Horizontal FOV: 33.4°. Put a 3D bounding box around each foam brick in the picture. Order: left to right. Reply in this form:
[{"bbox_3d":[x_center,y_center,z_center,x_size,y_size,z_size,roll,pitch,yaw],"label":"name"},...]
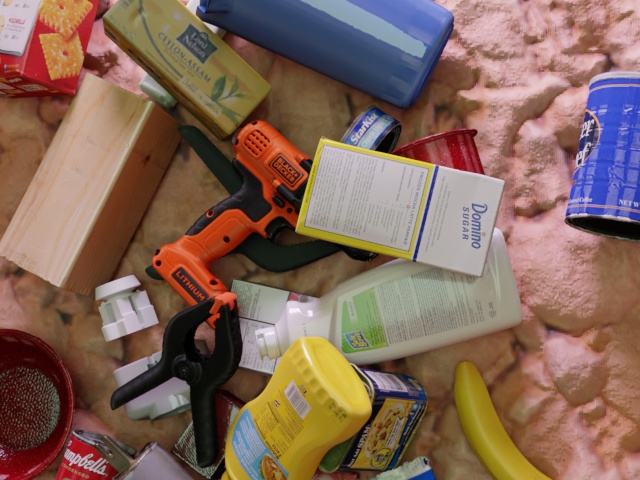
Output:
[{"bbox_3d":[-0.102,0.194,1.065,0.051,0.053,0.078,34,89,14],"label":"foam brick"}]

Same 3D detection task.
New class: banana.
[{"bbox_3d":[0.187,0.204,1.021,0.198,0.037,0.069,43,73,13],"label":"banana"}]

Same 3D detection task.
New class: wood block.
[{"bbox_3d":[-0.235,-0.053,1.107,0.090,0.090,0.206,25,86,19],"label":"wood block"}]

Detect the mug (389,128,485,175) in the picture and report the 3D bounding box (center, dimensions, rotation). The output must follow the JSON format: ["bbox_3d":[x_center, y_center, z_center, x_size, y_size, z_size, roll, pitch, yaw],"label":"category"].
[{"bbox_3d":[0.110,-0.053,1.052,0.117,0.093,0.081,-19,82,23],"label":"mug"}]

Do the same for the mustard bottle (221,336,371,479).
[{"bbox_3d":[-0.037,0.184,0.989,0.192,0.058,0.096,-52,58,26],"label":"mustard bottle"}]

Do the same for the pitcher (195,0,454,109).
[{"bbox_3d":[0.010,-0.237,1.075,0.243,0.145,0.149,28,90,4],"label":"pitcher"}]

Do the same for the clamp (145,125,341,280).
[{"bbox_3d":[-0.076,-0.012,1.101,0.210,0.036,0.164,20,91,9],"label":"clamp"}]

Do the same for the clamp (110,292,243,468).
[{"bbox_3d":[-0.132,0.121,1.016,0.120,0.039,0.171,20,103,9],"label":"clamp"}]

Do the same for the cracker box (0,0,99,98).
[{"bbox_3d":[-0.296,-0.260,1.129,0.164,0.072,0.213,6,80,49],"label":"cracker box"}]

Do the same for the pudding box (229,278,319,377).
[{"bbox_3d":[-0.045,0.093,1.078,0.113,0.039,0.090,12,83,14],"label":"pudding box"}]

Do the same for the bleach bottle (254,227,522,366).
[{"bbox_3d":[0.060,0.064,1.026,0.250,0.068,0.102,-13,84,-3],"label":"bleach bottle"}]

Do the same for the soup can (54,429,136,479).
[{"bbox_3d":[-0.235,0.250,1.073,0.068,0.068,0.102,20,86,13],"label":"soup can"}]

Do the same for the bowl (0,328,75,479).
[{"bbox_3d":[-0.321,0.174,1.107,0.162,0.055,0.162,-2,81,10],"label":"bowl"}]

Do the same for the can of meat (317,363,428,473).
[{"bbox_3d":[0.045,0.171,1.012,0.058,0.083,0.102,41,111,45],"label":"can of meat"}]

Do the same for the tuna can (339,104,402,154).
[{"bbox_3d":[0.045,-0.090,1.067,0.034,0.086,0.086,34,88,12],"label":"tuna can"}]

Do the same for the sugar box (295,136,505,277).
[{"bbox_3d":[0.074,-0.030,0.987,0.176,0.048,0.093,15,91,5],"label":"sugar box"}]

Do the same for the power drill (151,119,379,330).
[{"bbox_3d":[-0.057,0.001,1.049,0.184,0.057,0.187,44,89,13],"label":"power drill"}]
